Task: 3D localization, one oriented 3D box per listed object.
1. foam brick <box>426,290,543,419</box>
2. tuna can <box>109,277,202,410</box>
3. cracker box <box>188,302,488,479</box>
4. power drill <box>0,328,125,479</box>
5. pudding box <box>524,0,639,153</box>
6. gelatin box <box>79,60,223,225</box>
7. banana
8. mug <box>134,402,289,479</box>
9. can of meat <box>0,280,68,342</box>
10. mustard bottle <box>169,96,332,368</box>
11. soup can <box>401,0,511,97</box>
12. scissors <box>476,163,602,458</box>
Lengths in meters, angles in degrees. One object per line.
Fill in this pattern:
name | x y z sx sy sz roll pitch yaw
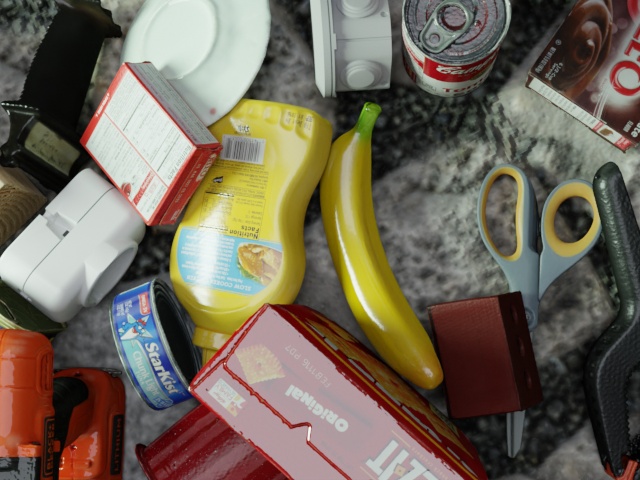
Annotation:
foam brick | 0.111 0.076 0.713 0.051 0.052 0.078 -14 84 29
tuna can | -0.110 0.071 0.723 0.034 0.086 0.086 -21 84 4
cracker box | 0.021 0.111 0.645 0.164 0.213 0.072 40 90 6
power drill | -0.172 0.150 0.671 0.057 0.187 0.184 2 84 3
pudding box | 0.209 -0.131 0.738 0.090 0.039 0.113 35 88 6
gelatin box | -0.115 -0.066 0.724 0.089 0.030 0.073 48 122 19
banana | 0.034 0.009 0.726 0.037 0.070 0.198 -8 77 -28
mug | -0.057 0.156 0.718 0.081 0.093 0.117 -39 115 -4
can of meat | -0.229 0.077 0.725 0.057 0.102 0.084 36 91 6
mustard bottle | -0.055 0.001 0.736 0.096 0.058 0.191 10 87 21
soup can | 0.088 -0.139 0.716 0.068 0.102 0.068 0 85 4
scissors | 0.159 0.043 0.738 0.096 0.016 0.202 -11 84 8
